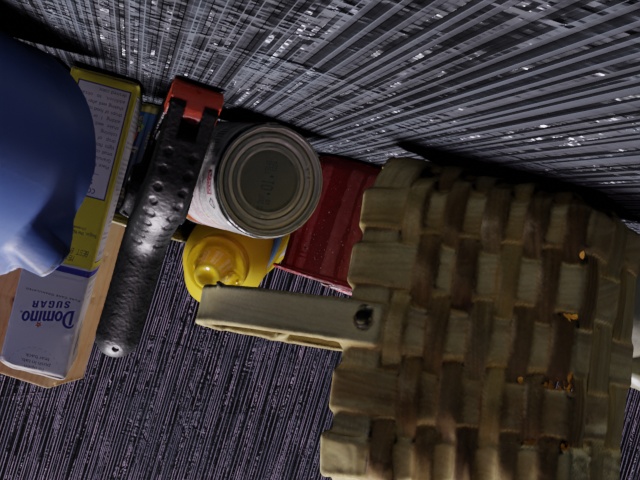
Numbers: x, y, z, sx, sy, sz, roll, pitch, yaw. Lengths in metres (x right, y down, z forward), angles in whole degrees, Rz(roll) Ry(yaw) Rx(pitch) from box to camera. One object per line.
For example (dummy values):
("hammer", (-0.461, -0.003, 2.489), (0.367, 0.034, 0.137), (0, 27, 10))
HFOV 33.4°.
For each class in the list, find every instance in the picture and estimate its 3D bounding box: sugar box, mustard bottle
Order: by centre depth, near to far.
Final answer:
("sugar box", (-0.150, -0.011, 0.647), (0.048, 0.176, 0.093), (16, 180, -9))
("mustard bottle", (-0.055, 0.001, 0.767), (0.058, 0.096, 0.191), (30, -163, 2))

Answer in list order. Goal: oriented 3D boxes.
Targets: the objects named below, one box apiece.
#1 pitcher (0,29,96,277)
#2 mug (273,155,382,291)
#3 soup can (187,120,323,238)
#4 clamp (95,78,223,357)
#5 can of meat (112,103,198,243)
("pitcher", (-0.210, -0.067, 0.465), (0.149, 0.145, 0.242), (4, 173, 10))
("mug", (0.035, -0.005, 0.725), (0.117, 0.081, 0.093), (17, 179, -14))
("soup can", (-0.049, -0.039, 0.645), (0.068, 0.068, 0.102), (17, 179, -25))
("clamp", (-0.093, -0.014, 0.592), (0.039, 0.120, 0.172), (8, 147, -16))
("can of meat", (-0.107, -0.045, 0.756), (0.057, 0.084, 0.102), (17, 179, 4))
